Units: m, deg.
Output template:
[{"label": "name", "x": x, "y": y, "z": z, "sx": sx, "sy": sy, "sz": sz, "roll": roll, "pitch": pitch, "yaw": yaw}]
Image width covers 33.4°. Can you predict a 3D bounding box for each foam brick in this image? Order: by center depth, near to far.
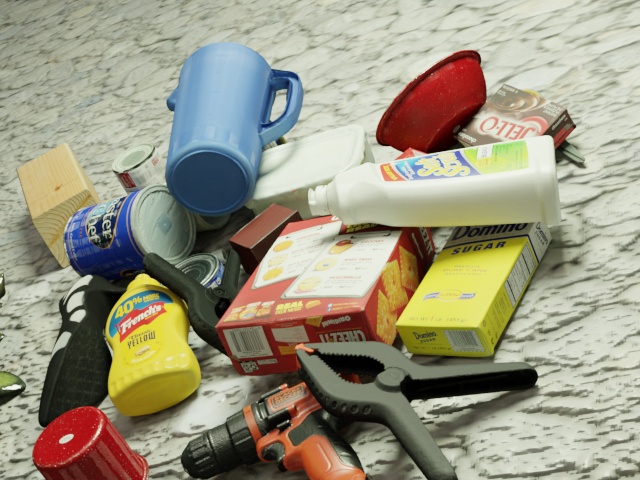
[{"label": "foam brick", "x": -0.058, "y": 0.002, "z": 1.265, "sx": 0.078, "sy": 0.053, "sz": 0.051, "roll": -41, "pitch": 33, "yaw": -20}]

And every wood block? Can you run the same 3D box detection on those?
[{"label": "wood block", "x": -0.376, "y": -0.057, "z": 1.567, "sx": 0.090, "sy": 0.090, "sz": 0.206, "roll": -30, "pitch": 30, "yaw": -6}]

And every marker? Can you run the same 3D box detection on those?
[{"label": "marker", "x": -0.173, "y": 0.038, "z": 1.334, "sx": 0.121, "sy": 0.020, "sz": 0.020, "roll": -19, "pitch": 32, "yaw": 14}]

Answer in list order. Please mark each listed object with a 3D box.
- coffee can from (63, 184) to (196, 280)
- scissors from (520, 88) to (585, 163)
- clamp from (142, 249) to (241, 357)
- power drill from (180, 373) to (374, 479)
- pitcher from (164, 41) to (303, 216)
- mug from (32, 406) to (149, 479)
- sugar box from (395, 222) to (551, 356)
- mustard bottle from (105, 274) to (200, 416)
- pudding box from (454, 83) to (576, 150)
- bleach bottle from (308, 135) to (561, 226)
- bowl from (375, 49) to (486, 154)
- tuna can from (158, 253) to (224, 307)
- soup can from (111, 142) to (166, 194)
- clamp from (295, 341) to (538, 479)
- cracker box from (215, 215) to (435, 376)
[{"label": "coffee can", "x": -0.242, "y": -0.007, "z": 1.354, "sx": 0.141, "sy": 0.102, "sz": 0.102, "roll": -14, "pitch": 32, "yaw": 39}, {"label": "scissors", "x": 0.240, "y": -0.123, "z": 1.252, "sx": 0.096, "sy": 0.016, "sz": 0.201, "roll": -23, "pitch": 31, "yaw": 11}, {"label": "clamp", "x": -0.127, "y": 0.066, "z": 1.179, "sx": 0.120, "sy": 0.039, "sz": 0.171, "roll": -1, "pitch": 37, "yaw": -22}, {"label": "power drill", "x": -0.030, "y": 0.201, "z": 0.938, "sx": 0.184, "sy": 0.057, "sz": 0.188, "roll": -27, "pitch": 31, "yaw": 0}, {"label": "pitcher", "x": -0.117, "y": -0.141, "z": 1.343, "sx": 0.149, "sy": 0.145, "sz": 0.243, "roll": -51, "pitch": 21, "yaw": 31}, {"label": "mug", "x": -0.234, "y": 0.214, "z": 1.057, "sx": 0.093, "sy": 0.081, "sz": 0.117, "roll": -36, "pitch": 32, "yaw": -14}, {"label": "sugar box", "x": 0.153, "y": 0.038, "z": 1.050, "sx": 0.094, "sy": 0.048, "sz": 0.176, "roll": -2, "pitch": 41, "yaw": 37}, {"label": "mustard bottle", "x": -0.191, "y": 0.103, "z": 1.188, "sx": 0.096, "sy": 0.058, "sz": 0.192, "roll": -24, "pitch": 39, "yaw": 4}, {"label": "pudding box", "x": 0.222, "y": -0.124, "z": 1.220, "sx": 0.090, "sy": 0.039, "sz": 0.114, "roll": -46, "pitch": 35, "yaw": -6}, {"label": "bleach bottle", "x": 0.111, "y": -0.049, "z": 1.074, "sx": 0.251, "sy": 0.068, "sz": 0.102, "roll": -6, "pitch": 30, "yaw": 13}, {"label": "bowl", "x": 0.145, "y": -0.152, "z": 1.280, "sx": 0.162, "sy": 0.162, "sz": 0.055, "roll": -35, "pitch": 72, "yaw": -12}, {"label": "tuna can", "x": -0.152, "y": 0.054, "z": 1.279, "sx": 0.086, "sy": 0.033, "sz": 0.086, "roll": -20, "pitch": 32, "yaw": 13}, {"label": "soup can", "x": -0.234, "y": -0.075, "z": 1.470, "sx": 0.068, "sy": 0.102, "sz": 0.068, "roll": -20, "pitch": 32, "yaw": 13}, {"label": "clamp", "x": 0.074, "y": 0.128, "z": 0.930, "sx": 0.210, "sy": 0.036, "sz": 0.164, "roll": 21, "pitch": 39, "yaw": 35}, {"label": "cracker box", "x": 0.012, "y": 0.048, "z": 1.098, "sx": 0.164, "sy": 0.072, "sz": 0.213, "roll": -9, "pitch": 26, "yaw": 26}]
